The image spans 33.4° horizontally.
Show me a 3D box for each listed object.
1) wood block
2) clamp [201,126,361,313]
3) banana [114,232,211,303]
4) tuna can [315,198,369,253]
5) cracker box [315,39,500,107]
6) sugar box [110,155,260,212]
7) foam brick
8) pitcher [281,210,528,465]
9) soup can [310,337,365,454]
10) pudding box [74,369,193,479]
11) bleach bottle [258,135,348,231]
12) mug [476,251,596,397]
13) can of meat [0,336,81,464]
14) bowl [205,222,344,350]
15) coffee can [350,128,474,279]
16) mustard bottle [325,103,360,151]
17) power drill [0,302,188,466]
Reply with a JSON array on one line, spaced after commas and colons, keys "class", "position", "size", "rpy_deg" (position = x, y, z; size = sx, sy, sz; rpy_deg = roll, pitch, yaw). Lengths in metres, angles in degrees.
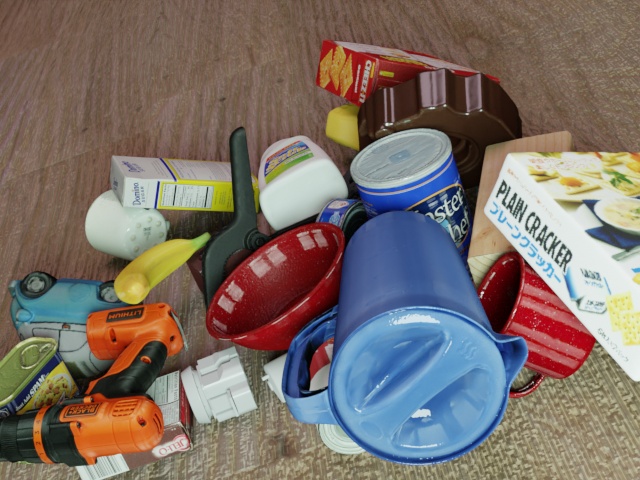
[{"class": "wood block", "position": [0.206, -0.013, 1.036], "size": [0.090, 0.091, 0.206], "rpy_deg": [-10, 31, 20]}, {"class": "clamp", "position": [-0.058, 0.001, 1.166], "size": [0.036, 0.164, 0.210], "rpy_deg": [177, 116, -79]}, {"class": "banana", "position": [-0.179, 0.030, 1.126], "size": [0.070, 0.037, 0.197], "rpy_deg": [-35, 6, 22]}, {"class": "tuna can", "position": [0.030, -0.002, 1.139], "size": [0.034, 0.086, 0.086], "rpy_deg": [5, 39, 36]}, {"class": "cracker box", "position": [0.103, -0.199, 1.349], "size": [0.164, 0.072, 0.214], "rpy_deg": [5, 15, -19]}, {"class": "sugar box", "position": [-0.172, -0.071, 1.352], "size": [0.176, 0.048, 0.093], "rpy_deg": [0, 22, -21]}, {"class": "foam brick", "position": [-0.104, 0.028, 1.212], "size": [0.078, 0.051, 0.053], "rpy_deg": [-30, 30, -16]}, {"class": "pitcher", "position": [0.063, 0.067, 0.881], "size": [0.149, 0.145, 0.243], "rpy_deg": [24, 20, -9]}, {"class": "soup can", "position": [0.021, 0.131, 0.940], "size": [0.068, 0.068, 0.102], "rpy_deg": [-22, 30, -1]}, {"class": "pudding box", "position": [-0.179, 0.177, 1.026], "size": [0.113, 0.039, 0.090], "rpy_deg": [-17, 27, 3]}, {"class": "bleach bottle", "position": [-0.038, -0.080, 1.316], "size": [0.102, 0.068, 0.251], "rpy_deg": [-30, 18, -2]}, {"class": "mug", "position": [0.176, 0.078, 0.899], "size": [0.093, 0.081, 0.117], "rpy_deg": [-157, 90, -78]}, {"class": "can of meat", "position": [-0.292, 0.162, 1.079], "size": [0.058, 0.084, 0.102], "rpy_deg": [-1, 35, 32]}, {"class": "bowl", "position": [-0.031, 0.055, 1.036], "size": [0.162, 0.055, 0.162], "rpy_deg": [-30, 26, 16]}, {"class": "coffee can", "position": [0.099, -0.027, 1.079], "size": [0.103, 0.140, 0.103], "rpy_deg": [-16, 29, 9]}, {"class": "mustard bottle", "position": [0.094, -0.124, 1.316], "size": [0.096, 0.058, 0.192], "rpy_deg": [0, 17, -33]}, {"class": "power drill", "position": [-0.216, 0.139, 1.016], "size": [0.185, 0.057, 0.187], "rpy_deg": [-7, 31, 16]}]
